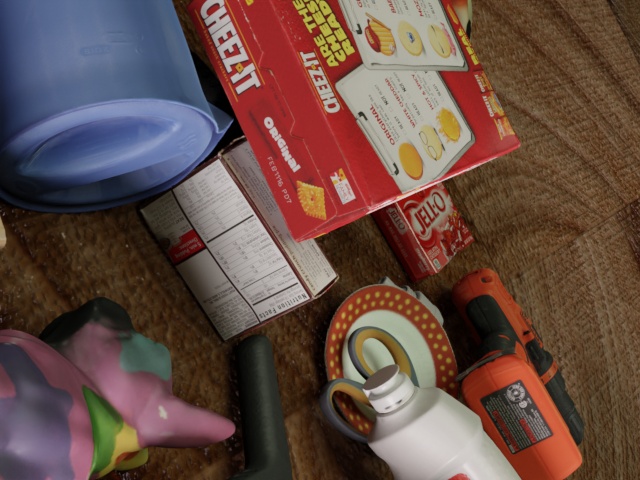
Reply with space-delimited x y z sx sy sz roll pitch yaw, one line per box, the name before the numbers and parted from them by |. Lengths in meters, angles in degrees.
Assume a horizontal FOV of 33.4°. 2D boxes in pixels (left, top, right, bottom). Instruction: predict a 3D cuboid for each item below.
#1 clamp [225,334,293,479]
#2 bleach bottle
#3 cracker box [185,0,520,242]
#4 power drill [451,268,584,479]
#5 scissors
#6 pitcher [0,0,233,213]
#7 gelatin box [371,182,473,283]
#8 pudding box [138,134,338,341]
clamp | -0.016 0.174 0.661 0.164 0.036 0.210 48 28 -19
bleach bottle | 0.101 0.196 0.741 0.251 0.103 0.068 56 32 -12
cracker box | 0.029 -0.105 0.706 0.213 0.072 0.164 -24 88 -52
power drill | 0.166 0.125 0.869 0.184 0.057 0.187 56 13 -9
scissors | 0.085 0.127 0.797 0.201 0.016 0.096 21 60 -28
pitcher | -0.163 -0.147 0.638 0.149 0.145 0.243 30 39 -65
gelatin box | 0.091 -0.013 0.930 0.073 0.030 0.089 60 36 -3
pudding box | -0.055 0.001 0.696 0.113 0.090 0.039 56 38 -7
